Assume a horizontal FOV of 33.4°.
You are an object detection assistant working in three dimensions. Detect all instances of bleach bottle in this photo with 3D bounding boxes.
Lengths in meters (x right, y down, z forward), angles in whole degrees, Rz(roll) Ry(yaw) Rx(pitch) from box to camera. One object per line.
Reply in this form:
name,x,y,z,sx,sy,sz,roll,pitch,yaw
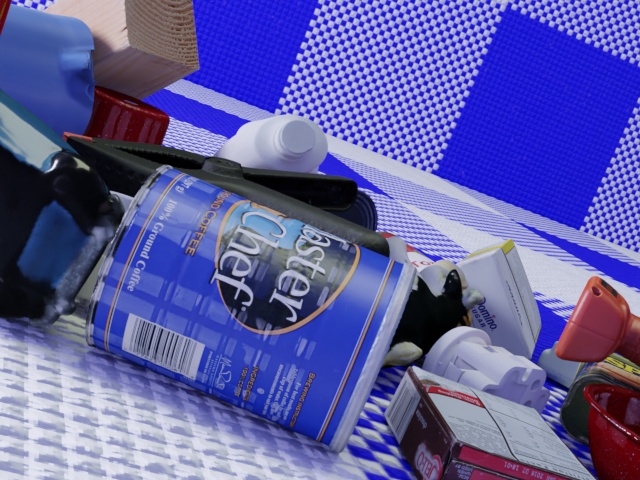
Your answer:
bleach bottle,-0.041,-0.070,0.975,0.102,0.068,0.251,-1,-6,-15

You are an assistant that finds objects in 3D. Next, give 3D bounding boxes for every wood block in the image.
wood block,-0.223,-0.178,1.034,0.207,0.091,0.090,-19,-19,37

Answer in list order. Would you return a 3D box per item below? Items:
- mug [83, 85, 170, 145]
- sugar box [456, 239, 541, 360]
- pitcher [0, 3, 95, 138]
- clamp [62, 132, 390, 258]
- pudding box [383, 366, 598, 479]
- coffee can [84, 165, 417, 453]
mug,-0.199,-0.096,0.985,0.117,0.081,0.093,25,9,15
sugar box,0.157,0.053,0.935,0.048,0.093,0.176,-19,-2,17
pitcher,-0.324,-0.146,0.891,0.242,0.149,0.145,9,31,-43
clamp,-0.058,-0.029,0.667,0.209,0.036,0.165,11,14,-15
pudding box,0.091,0.115,0.585,0.090,0.039,0.113,21,11,-12
coffee can,-0.034,0.034,0.549,0.140,0.103,0.102,22,9,3
